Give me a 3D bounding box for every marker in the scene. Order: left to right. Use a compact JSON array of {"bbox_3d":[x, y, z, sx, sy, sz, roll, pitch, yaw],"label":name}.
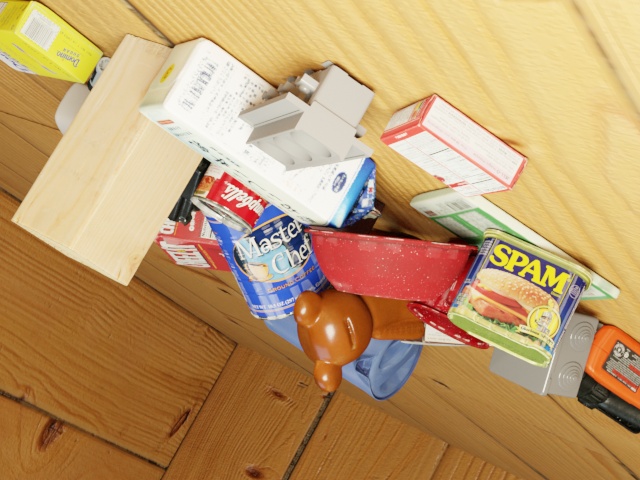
[{"bbox_3d":[-0.243,-0.181,1.176,0.020,0.020,0.121,32,169,-14],"label":"marker"}]

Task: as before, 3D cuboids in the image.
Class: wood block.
[{"bbox_3d":[-0.182,-0.076,1.001,0.090,0.206,0.090,23,168,33],"label":"wood block"}]

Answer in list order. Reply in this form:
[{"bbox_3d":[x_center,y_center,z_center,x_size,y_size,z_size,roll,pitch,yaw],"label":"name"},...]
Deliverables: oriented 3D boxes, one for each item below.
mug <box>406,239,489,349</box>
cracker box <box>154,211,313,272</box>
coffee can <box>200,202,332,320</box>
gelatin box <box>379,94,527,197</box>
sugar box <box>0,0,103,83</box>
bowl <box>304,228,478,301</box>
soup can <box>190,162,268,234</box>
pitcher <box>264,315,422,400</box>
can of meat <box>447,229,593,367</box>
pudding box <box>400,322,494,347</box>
[{"bbox_3d":[0.144,0.049,1.066,0.093,0.081,0.117,26,169,18],"label":"mug"},{"bbox_3d":[-0.091,0.001,1.329,0.214,0.072,0.164,9,167,6],"label":"cracker box"},{"bbox_3d":[-0.058,0.001,1.172,0.103,0.102,0.140,14,133,55],"label":"coffee can"},{"bbox_3d":[0.098,-0.068,0.791,0.089,0.030,0.073,32,168,-14],"label":"gelatin box"},{"bbox_3d":[-0.314,-0.214,1.136,0.093,0.048,0.177,38,165,-37],"label":"sugar box"},{"bbox_3d":[0.062,0.023,0.983,0.162,0.055,0.162,6,-179,0],"label":"bowl"},{"bbox_3d":[-0.072,-0.066,1.038,0.068,0.102,0.068,28,169,6],"label":"soup can"},{"bbox_3d":[0.037,0.138,1.674,0.243,0.145,0.149,27,158,33],"label":"pitcher"},{"bbox_3d":[0.171,0.051,0.928,0.102,0.084,0.057,25,166,15],"label":"can of meat"},{"bbox_3d":[0.163,0.111,1.319,0.113,0.039,0.090,4,175,-16],"label":"pudding box"}]
